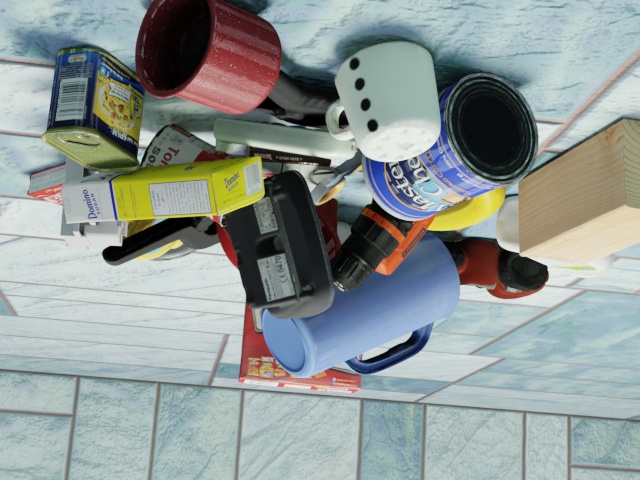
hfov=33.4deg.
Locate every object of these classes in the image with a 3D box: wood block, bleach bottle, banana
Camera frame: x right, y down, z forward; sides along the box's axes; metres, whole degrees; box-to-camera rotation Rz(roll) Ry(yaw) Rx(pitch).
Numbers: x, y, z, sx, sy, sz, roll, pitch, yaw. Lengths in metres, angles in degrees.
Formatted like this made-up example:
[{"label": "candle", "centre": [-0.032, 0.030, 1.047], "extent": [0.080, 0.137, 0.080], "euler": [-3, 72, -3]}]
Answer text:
[{"label": "wood block", "centre": [0.294, -0.044, 1.110], "extent": [0.090, 0.091, 0.206], "euler": [8, 164, -17]}, {"label": "bleach bottle", "centre": [0.306, 0.006, 1.346], "extent": [0.103, 0.068, 0.250], "euler": [5, 170, 28]}, {"label": "banana", "centre": [0.167, -0.044, 1.251], "extent": [0.069, 0.037, 0.198], "euler": [25, 159, -9]}]

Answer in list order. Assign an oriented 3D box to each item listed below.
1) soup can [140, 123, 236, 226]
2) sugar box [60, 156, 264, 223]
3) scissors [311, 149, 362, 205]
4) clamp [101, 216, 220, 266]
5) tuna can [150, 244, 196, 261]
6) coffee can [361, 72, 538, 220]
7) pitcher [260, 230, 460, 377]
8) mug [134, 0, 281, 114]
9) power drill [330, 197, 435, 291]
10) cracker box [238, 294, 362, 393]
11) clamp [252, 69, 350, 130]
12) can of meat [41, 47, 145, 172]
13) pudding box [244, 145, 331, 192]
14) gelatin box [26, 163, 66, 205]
[{"label": "soup can", "centre": [-0.126, -0.068, 1.097], "extent": [0.102, 0.068, 0.068], "euler": [30, 168, 10]}, {"label": "sugar box", "centre": [-0.151, -0.049, 1.019], "extent": [0.176, 0.048, 0.093], "euler": [0, -167, 26]}, {"label": "scissors", "centre": [0.024, -0.075, 1.067], "extent": [0.096, 0.016, 0.202], "euler": [-40, 176, -8]}, {"label": "clamp", "centre": [-0.156, -0.024, 1.265], "extent": [0.165, 0.036, 0.209], "euler": [-48, 154, 12]}, {"label": "tuna can", "centre": [-0.202, -0.005, 1.427], "extent": [0.086, 0.034, 0.086], "euler": [-13, 159, -6]}, {"label": "coffee can", "centre": [0.117, -0.083, 0.988], "extent": [0.102, 0.103, 0.141], "euler": [12, 162, -27]}, {"label": "pitcher", "centre": [0.050, 0.089, 1.349], "extent": [0.242, 0.149, 0.145], "euler": [-24, 163, -32]}, {"label": "mug", "centre": [-0.092, -0.151, 0.843], "extent": [0.081, 0.093, 0.117], "euler": [13, -167, -47]}, {"label": "power drill", "centre": [0.075, -0.013, 1.155], "extent": [0.057, 0.184, 0.187], "euler": [39, 174, 7]}, {"label": "cracker box", "centre": [-0.022, 0.094, 1.451], "extent": [0.164, 0.213, 0.072], "euler": [6, 166, -6]}, {"label": "clamp", "centre": [-0.038, -0.130, 0.980], "extent": [0.120, 0.039, 0.171], "euler": [8, 174, 43]}, {"label": "can of meat", "centre": [-0.203, -0.118, 0.971], "extent": [0.057, 0.084, 0.102], "euler": [-2, 164, 21]}, {"label": "pudding box", "centre": [-0.036, -0.083, 1.147], "extent": [0.090, 0.039, 0.113], "euler": [3, 167, -5]}, {"label": "gelatin box", "centre": [-0.299, -0.064, 1.289], "extent": [0.089, 0.030, 0.073], "euler": [-11, 159, 42]}]
